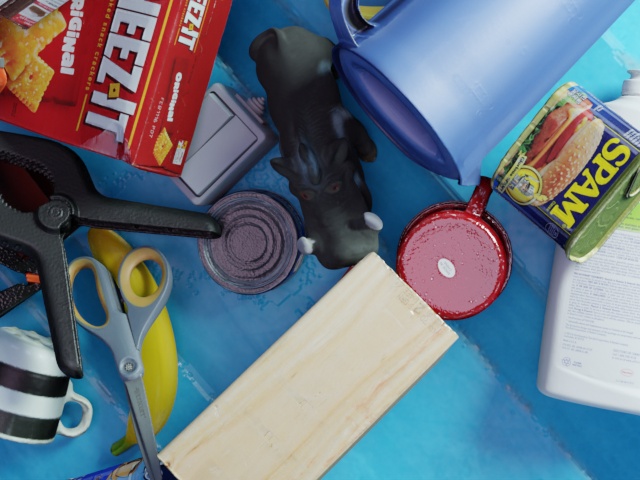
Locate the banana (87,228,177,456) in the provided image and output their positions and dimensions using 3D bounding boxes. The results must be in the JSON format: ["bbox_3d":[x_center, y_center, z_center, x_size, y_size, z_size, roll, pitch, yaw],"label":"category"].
[{"bbox_3d":[-0.154,0.083,0.883,0.070,0.037,0.198,-4,93,10],"label":"banana"}]

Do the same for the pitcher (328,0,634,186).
[{"bbox_3d":[0.129,-0.171,0.755,0.243,0.149,0.145,-44,70,-5],"label":"pitcher"}]

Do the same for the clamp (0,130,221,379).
[{"bbox_3d":[-0.192,-0.020,0.830,0.164,0.036,0.210,-39,81,-17],"label":"clamp"}]

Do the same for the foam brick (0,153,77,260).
[{"bbox_3d":[-0.243,-0.031,0.883,0.051,0.053,0.078,-38,87,9],"label":"foam brick"}]

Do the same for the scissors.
[{"bbox_3d":[-0.132,0.083,0.820,0.096,0.016,0.202,-32,63,-8],"label":"scissors"}]

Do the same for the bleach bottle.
[{"bbox_3d":[0.231,-0.001,0.804,0.102,0.068,0.251,10,93,10],"label":"bleach bottle"}]

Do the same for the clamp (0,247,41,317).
[{"bbox_3d":[-0.313,0.020,0.876,0.171,0.039,0.120,-7,98,-18],"label":"clamp"}]

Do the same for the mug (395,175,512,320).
[{"bbox_3d":[0.106,0.006,0.814,0.093,0.081,0.117,26,97,7],"label":"mug"}]

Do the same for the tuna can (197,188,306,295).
[{"bbox_3d":[-0.056,0.001,0.864,0.086,0.033,0.086,1,93,9],"label":"tuna can"}]

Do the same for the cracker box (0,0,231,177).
[{"bbox_3d":[-0.187,-0.158,0.828,0.214,0.072,0.164,20,96,27],"label":"cracker box"}]

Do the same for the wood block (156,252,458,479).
[{"bbox_3d":[-0.008,0.117,0.768,0.206,0.091,0.090,-43,80,-12],"label":"wood block"}]

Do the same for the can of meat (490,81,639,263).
[{"bbox_3d":[0.183,-0.050,0.760,0.084,0.057,0.102,45,107,27],"label":"can of meat"}]
